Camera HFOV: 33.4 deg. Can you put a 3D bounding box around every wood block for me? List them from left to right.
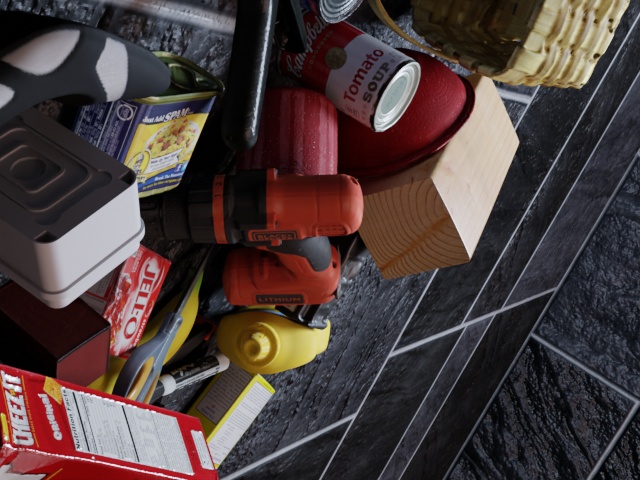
[{"bbox_3d":[0.110,-0.065,0.999,0.090,0.091,0.205,61,35,-23],"label":"wood block"}]

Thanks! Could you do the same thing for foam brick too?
[{"bbox_3d":[-0.192,0.067,0.750,0.051,0.078,0.053,-36,150,-40],"label":"foam brick"}]

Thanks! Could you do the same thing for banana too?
[{"bbox_3d":[-0.166,0.094,0.915,0.197,0.037,0.069,-39,127,-45],"label":"banana"}]

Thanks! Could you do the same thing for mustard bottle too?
[{"bbox_3d":[-0.048,0.093,1.027,0.191,0.096,0.058,-4,104,-83],"label":"mustard bottle"}]

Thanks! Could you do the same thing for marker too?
[{"bbox_3d":[-0.127,0.125,0.973,0.120,0.020,0.020,-18,137,-56],"label":"marker"}]

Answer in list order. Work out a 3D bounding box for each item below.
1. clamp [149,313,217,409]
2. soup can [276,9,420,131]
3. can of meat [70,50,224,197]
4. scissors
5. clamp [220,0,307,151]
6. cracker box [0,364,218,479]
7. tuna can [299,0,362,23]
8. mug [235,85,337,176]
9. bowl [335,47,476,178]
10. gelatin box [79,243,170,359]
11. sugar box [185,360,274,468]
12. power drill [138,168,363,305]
[{"bbox_3d":[-0.159,0.139,0.988,0.171,0.039,0.120,-60,165,-10],"label":"clamp"},{"bbox_3d":[0.024,-0.143,0.890,0.068,0.102,0.068,-46,157,-26],"label":"soup can"},{"bbox_3d":[-0.123,-0.077,0.724,0.101,0.057,0.084,-21,141,-58],"label":"can of meat"},{"bbox_3d":[-0.130,0.072,0.885,0.096,0.016,0.201,88,23,-72],"label":"scissors"},{"bbox_3d":[-0.040,-0.176,0.727,0.164,0.036,0.210,-73,167,-45],"label":"clamp"},{"bbox_3d":[-0.199,0.175,0.740,0.164,0.072,0.213,-37,146,18],"label":"cracker box"},{"bbox_3d":[0.013,-0.220,0.851,0.086,0.034,0.086,-46,157,-26],"label":"tuna can"},{"bbox_3d":[-0.034,-0.070,0.879,0.117,0.093,0.081,-28,-125,54],"label":"mug"},{"bbox_3d":[0.056,-0.127,0.967,0.162,0.162,0.055,-46,127,-26],"label":"bowl"},{"bbox_3d":[-0.158,0.045,0.838,0.089,0.030,0.073,-68,160,-8],"label":"gelatin box"},{"bbox_3d":[-0.126,0.214,1.167,0.176,0.048,0.093,-50,159,-8],"label":"sugar box"},{"bbox_3d":[-0.056,0.001,0.867,0.187,0.184,0.057,79,11,-70],"label":"power drill"}]
